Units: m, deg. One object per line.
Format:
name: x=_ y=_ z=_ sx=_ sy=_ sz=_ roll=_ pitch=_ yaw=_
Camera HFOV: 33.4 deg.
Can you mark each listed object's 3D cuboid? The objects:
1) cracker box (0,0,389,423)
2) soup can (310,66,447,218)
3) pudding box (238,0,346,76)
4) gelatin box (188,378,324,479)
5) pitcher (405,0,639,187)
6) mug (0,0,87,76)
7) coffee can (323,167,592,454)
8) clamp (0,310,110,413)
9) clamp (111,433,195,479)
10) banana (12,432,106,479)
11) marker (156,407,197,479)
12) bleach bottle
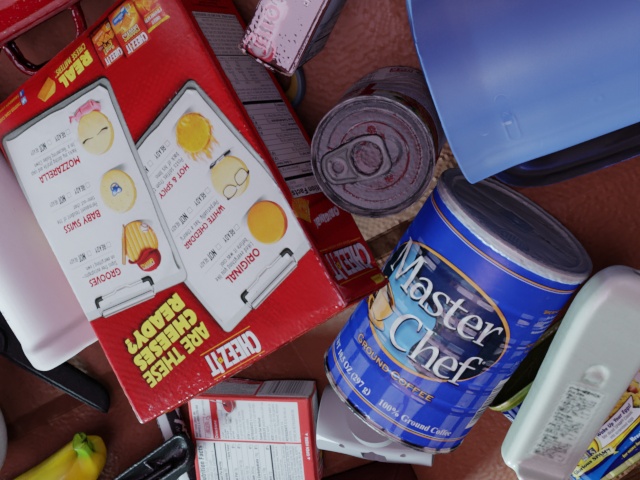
cracker box: x=-0.082 y=-0.026 z=0.631 sx=0.164 sy=0.072 sz=0.214 roll=-32 pitch=84 yaw=29
soup can: x=0.038 y=-0.060 z=0.615 sx=0.068 sy=0.102 sz=0.068 roll=4 pitch=109 yaw=11
pudding box: x=0.001 y=-0.154 z=0.598 sx=0.039 sy=0.090 sz=0.114 roll=30 pitch=112 yaw=-1
gelatin box: x=-0.045 y=0.134 z=0.741 sx=0.089 sy=0.030 sz=0.073 roll=0 pitch=110 yaw=13
pitcher: x=0.173 y=-0.119 z=0.561 sx=0.243 sy=0.149 sz=0.145 roll=-16 pitch=90 yaw=14
mug: x=-0.185 y=-0.156 z=0.642 sx=0.081 sy=0.093 sz=0.117 roll=-25 pitch=105 yaw=14
coffee can: x=0.080 y=0.042 z=0.641 sx=0.103 sy=0.102 sz=0.140 roll=32 pitch=113 yaw=0
clamp: x=-0.223 y=0.074 z=0.743 sx=0.039 sy=0.120 sz=0.171 roll=-16 pitch=92 yaw=58
clamp: x=-0.174 y=0.204 z=0.762 sx=0.164 sy=0.036 sz=0.210 roll=-6 pitch=139 yaw=-16
banana: x=-0.222 y=0.186 z=0.782 sx=0.198 sy=0.037 sz=0.069 roll=-34 pitch=142 yaw=20
marker: x=-0.105 y=0.133 z=0.760 sx=0.020 sy=0.020 sz=0.121 roll=-12 pitch=106 yaw=16
bleach bottle: x=-0.223 y=-0.039 z=0.685 sx=0.068 sy=0.103 sz=0.251 roll=-34 pitch=99 yaw=-14
